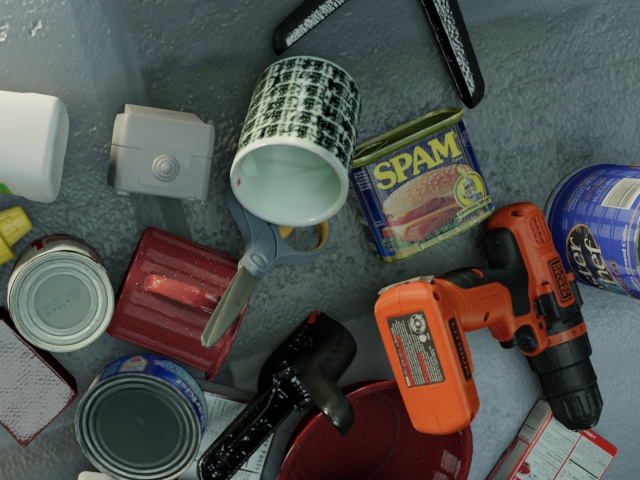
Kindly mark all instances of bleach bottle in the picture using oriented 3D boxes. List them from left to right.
[{"bbox_3d":[-0.295,-0.077,0.688,0.250,0.103,0.068,8,85,-9],"label":"bleach bottle"}]

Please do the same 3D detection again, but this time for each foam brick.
[{"bbox_3d":[-0.214,0.093,0.742,0.053,0.051,0.078,-42,104,-8],"label":"foam brick"}]

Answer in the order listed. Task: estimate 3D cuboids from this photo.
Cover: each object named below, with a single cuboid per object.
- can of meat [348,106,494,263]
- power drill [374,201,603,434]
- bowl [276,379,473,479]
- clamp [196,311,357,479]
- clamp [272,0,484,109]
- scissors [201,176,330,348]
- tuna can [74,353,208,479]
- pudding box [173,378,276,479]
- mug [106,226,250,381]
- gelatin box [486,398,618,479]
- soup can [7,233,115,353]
[{"bbox_3d":[0.071,-0.041,0.799,0.102,0.057,0.084,-25,104,-11],"label":"can of meat"},{"bbox_3d":[0.131,0.075,0.780,0.187,0.057,0.184,-19,88,-47],"label":"power drill"},{"bbox_3d":[0.031,0.163,0.797,0.161,0.055,0.162,-10,116,-21],"label":"bowl"},{"bbox_3d":[-0.009,0.099,0.738,0.120,0.171,0.039,-18,114,31],"label":"clamp"},{"bbox_3d":[0.072,-0.207,0.790,0.164,0.036,0.210,20,88,-14],"label":"clamp"},{"bbox_3d":[-0.055,0.001,0.723,0.096,0.201,0.016,47,121,6],"label":"scissors"},{"bbox_3d":[-0.120,0.121,0.724,0.086,0.033,0.086,2,110,5],"label":"tuna can"},{"bbox_3d":[-0.094,0.149,0.786,0.113,0.039,0.090,17,91,-17],"label":"pudding box"},{"bbox_3d":[-0.096,0.040,0.735,0.081,0.117,0.093,22,83,-11],"label":"mug"},{"bbox_3d":[0.187,0.185,0.866,0.073,0.030,0.089,35,86,-17],"label":"gelatin box"},{"bbox_3d":[-0.175,0.034,0.719,0.068,0.102,0.068,-2,96,-15],"label":"soup can"}]
